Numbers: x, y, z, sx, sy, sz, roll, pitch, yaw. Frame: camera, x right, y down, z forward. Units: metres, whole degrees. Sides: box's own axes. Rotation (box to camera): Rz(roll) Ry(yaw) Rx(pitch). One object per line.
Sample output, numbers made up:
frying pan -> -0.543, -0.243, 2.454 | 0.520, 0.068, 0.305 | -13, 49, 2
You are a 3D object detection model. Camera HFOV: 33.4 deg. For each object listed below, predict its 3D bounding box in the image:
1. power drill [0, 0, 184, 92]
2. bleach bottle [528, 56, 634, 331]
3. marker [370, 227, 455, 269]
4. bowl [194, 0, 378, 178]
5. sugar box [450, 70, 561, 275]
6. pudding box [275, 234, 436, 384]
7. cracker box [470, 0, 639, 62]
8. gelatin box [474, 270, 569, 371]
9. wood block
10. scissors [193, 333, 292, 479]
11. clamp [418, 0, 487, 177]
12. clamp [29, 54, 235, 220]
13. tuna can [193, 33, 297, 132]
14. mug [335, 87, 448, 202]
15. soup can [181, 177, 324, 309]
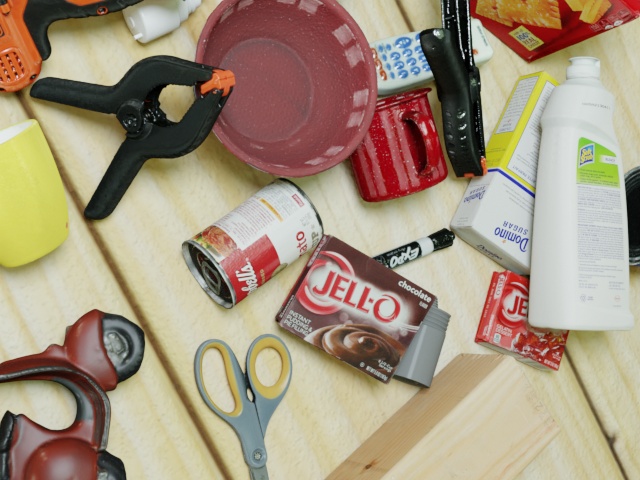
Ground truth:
power drill -> -0.198, -0.220, 0.794 | 0.187, 0.057, 0.184 | -21, 126, -4
bleach bottle -> 0.246, -0.043, 0.995 | 0.102, 0.068, 0.251 | 4, 88, -36
marker -> 0.074, 0.014, 0.981 | 0.121, 0.020, 0.020 | -20, 95, -25
bowl -> -0.035, -0.129, 0.880 | 0.161, 0.055, 0.162 | 2, 86, -25
sugar box -> 0.200, -0.064, 1.032 | 0.093, 0.048, 0.176 | 34, 76, -23
pudding box -> 0.030, 0.059, 0.929 | 0.113, 0.039, 0.090 | 30, 88, -11
cracker box -> 0.175, -0.264, 0.968 | 0.213, 0.164, 0.072 | 34, 71, -20
gelatin box -> 0.198, 0.078, 1.029 | 0.089, 0.030, 0.073 | 24, 77, -22
wood block -> 0.100, 0.198, 0.942 | 0.205, 0.091, 0.090 | -39, 102, -22
scissors -> -0.043, 0.168, 0.918 | 0.096, 0.016, 0.202 | -29, 99, -24
clamp -> 0.122, -0.148, 0.940 | 0.210, 0.036, 0.164 | 71, 24, -45
clamp -> -0.140, -0.084, 0.829 | 0.039, 0.172, 0.120 | -46, 122, -59
tuna can -> -0.064, -0.134, 0.918 | 0.086, 0.034, 0.086 | 2, 86, -25
mug -> 0.070, -0.083, 0.935 | 0.093, 0.117, 0.081 | -22, 101, -25
soup can -> -0.056, 0.001, 0.894 | 0.102, 0.069, 0.068 | -37, 102, -23
